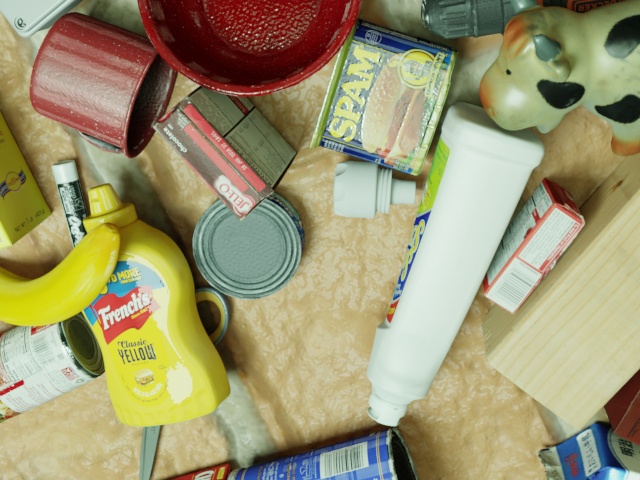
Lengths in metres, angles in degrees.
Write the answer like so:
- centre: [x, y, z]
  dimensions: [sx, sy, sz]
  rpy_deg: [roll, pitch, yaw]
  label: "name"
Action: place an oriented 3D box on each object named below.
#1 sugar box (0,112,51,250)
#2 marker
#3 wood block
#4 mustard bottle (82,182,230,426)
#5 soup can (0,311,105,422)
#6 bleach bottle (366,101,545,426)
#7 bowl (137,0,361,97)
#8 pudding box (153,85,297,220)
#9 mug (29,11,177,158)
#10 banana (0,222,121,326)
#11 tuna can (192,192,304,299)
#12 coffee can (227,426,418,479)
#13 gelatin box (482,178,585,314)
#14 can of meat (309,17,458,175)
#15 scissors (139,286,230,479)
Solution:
- centre: [-0.273, -0.080, 0.810]
  dimensions: [0.048, 0.093, 0.176]
  rpy_deg: [-19, 104, 10]
  label: "sugar box"
- centre: [-0.194, -0.005, 0.862]
  dimensions: [0.020, 0.020, 0.121]
  rpy_deg: [-8, 106, 9]
  label: "marker"
- centre: [0.220, 0.025, 0.788]
  dimensions: [0.090, 0.090, 0.206]
  rpy_deg: [37, 107, -5]
  label: "wood block"
- centre: [-0.142, 0.048, 0.835]
  dimensions: [0.096, 0.058, 0.191]
  rpy_deg: [-11, 103, 26]
  label: "mustard bottle"
- centre: [-0.235, 0.100, 0.874]
  dimensions: [0.102, 0.068, 0.068]
  rpy_deg: [-25, 103, 13]
  label: "soup can"
- centre: [0.088, 0.028, 0.797]
  dimensions: [0.068, 0.102, 0.251]
  rpy_deg: [17, 107, -4]
  label: "bleach bottle"
- centre: [-0.047, -0.181, 0.762]
  dimensions: [0.162, 0.055, 0.162]
  rpy_deg: [0, 92, 8]
  label: "bowl"
- centre: [-0.066, -0.072, 0.778]
  dimensions: [0.039, 0.113, 0.090]
  rpy_deg: [-39, 99, 20]
  label: "pudding box"
- centre: [-0.162, -0.111, 0.798]
  dimensions: [0.081, 0.093, 0.117]
  rpy_deg: [22, 144, 4]
  label: "mug"
- centre: [-0.212, 0.031, 0.815]
  dimensions: [0.198, 0.037, 0.069]
  rpy_deg: [-8, 106, 41]
  label: "banana"
- centre: [-0.056, 0.001, 0.841]
  dimensions: [0.086, 0.033, 0.086]
  rpy_deg: [2, 107, 6]
  label: "tuna can"
- centre: [0.007, 0.218, 0.864]
  dimensions: [0.140, 0.102, 0.103]
  rpy_deg: [-17, 104, 11]
  label: "coffee can"
- centre: [0.157, 0.003, 0.797]
  dimensions: [0.030, 0.073, 0.089]
  rpy_deg: [34, 107, -5]
  label: "gelatin box"
- centre: [0.047, -0.106, 0.786]
  dimensions: [0.084, 0.057, 0.102]
  rpy_deg: [17, 108, -1]
  label: "can of meat"
- centre: [-0.117, 0.116, 0.892]
  dimensions: [0.096, 0.016, 0.202]
  rpy_deg: [-2, 107, 9]
  label: "scissors"
